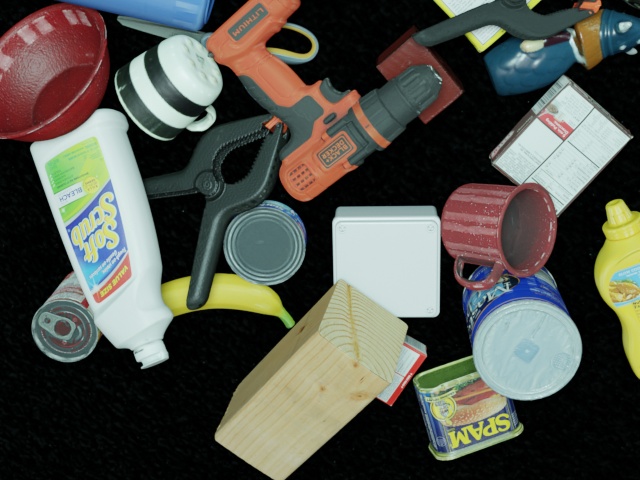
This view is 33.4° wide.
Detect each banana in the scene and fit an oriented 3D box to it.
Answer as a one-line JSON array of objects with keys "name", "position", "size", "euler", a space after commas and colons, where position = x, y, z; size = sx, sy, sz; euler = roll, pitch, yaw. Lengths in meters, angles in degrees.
[{"name": "banana", "position": [-0.128, 0.069, 1.145], "size": [0.198, 0.037, 0.069], "euler": [-2, 107, 4]}]

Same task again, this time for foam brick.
[{"name": "foam brick", "position": [0.098, -0.162, 1.048], "size": [0.051, 0.053, 0.078], "euler": [-39, 102, 14]}]

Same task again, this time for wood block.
[{"name": "wood block", "position": [-0.012, 0.148, 1.101], "size": [0.090, 0.090, 0.206], "euler": [35, 127, -8]}]

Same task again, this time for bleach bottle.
[{"name": "bleach bottle", "position": [-0.202, 0.003, 1.064], "size": [0.103, 0.068, 0.251], "euler": [-24, 81, 14]}]

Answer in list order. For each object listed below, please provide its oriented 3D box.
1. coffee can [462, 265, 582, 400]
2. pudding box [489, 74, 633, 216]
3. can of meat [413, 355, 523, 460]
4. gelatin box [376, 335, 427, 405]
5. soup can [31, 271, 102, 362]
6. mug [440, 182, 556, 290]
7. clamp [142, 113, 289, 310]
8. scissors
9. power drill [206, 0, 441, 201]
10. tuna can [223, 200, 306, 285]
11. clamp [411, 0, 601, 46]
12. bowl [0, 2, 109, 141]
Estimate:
[{"name": "coffee can", "position": [0.199, 0.084, 1.076], "size": [0.103, 0.140, 0.103], "euler": [1, 108, 3]}, {"name": "pudding box", "position": [0.240, -0.094, 1.070], "size": [0.090, 0.039, 0.114], "euler": [39, 108, -9]}, {"name": "can of meat", "position": [0.157, 0.176, 1.146], "size": [0.102, 0.057, 0.084], "euler": [-18, 103, -6]}, {"name": "gelatin box", "position": [0.059, 0.126, 1.156], "size": [0.089, 0.030, 0.073], "euler": [30, 108, -7]}, {"name": "soup can", "position": [-0.255, 0.076, 1.120], "size": [0.068, 0.102, 0.068], "euler": [1, 108, 3]}, {"name": "mug", "position": [0.170, -0.004, 1.059], "size": [0.093, 0.082, 0.117], "euler": [35, 73, -39]}, {"name": "clamp", "position": [-0.107, -0.043, 1.087], "size": [0.210, 0.036, 0.164], "euler": [-37, 76, 9]}, {"name": "scissors", "position": [-0.102, -0.180, 1.074], "size": [0.202, 0.016, 0.096], "euler": [0, 108, 4]}, {"name": "power drill", "position": [-0.003, -0.156, 1.013], "size": [0.185, 0.057, 0.187], "euler": [-37, 90, 17]}, {"name": "tuna can", "position": [-0.057, 0.001, 1.120], "size": [0.086, 0.033, 0.086], "euler": [1, 108, 3]}, {"name": "clamp", "position": [0.167, -0.220, 0.983], "size": [0.171, 0.039, 0.120], "euler": [18, 106, -4]}, {"name": "bowl", "position": [-0.263, -0.153, 1.043], "size": [0.162, 0.162, 0.055], "euler": [-27, 141, 11]}]
